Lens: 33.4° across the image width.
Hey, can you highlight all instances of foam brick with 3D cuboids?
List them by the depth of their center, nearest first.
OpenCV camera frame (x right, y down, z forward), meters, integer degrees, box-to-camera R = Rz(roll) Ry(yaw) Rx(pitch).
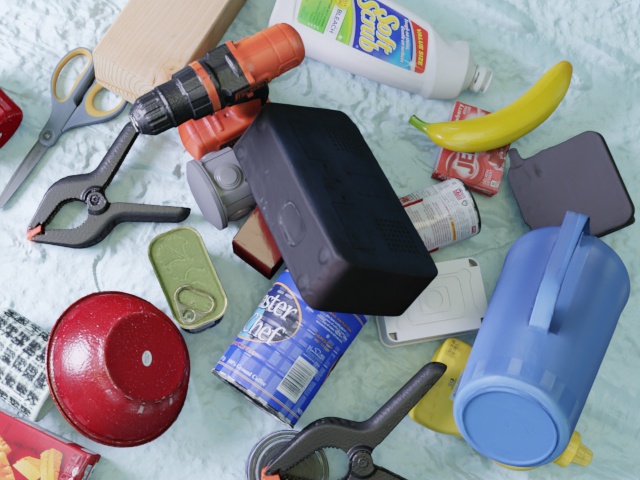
[{"bbox_3d":[-0.057,0.001,1.118,0.053,0.078,0.051,37,79,3],"label":"foam brick"}]

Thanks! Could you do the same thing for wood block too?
[{"bbox_3d":[-0.148,-0.244,1.144,0.091,0.090,0.206,31,74,-1],"label":"wood block"}]

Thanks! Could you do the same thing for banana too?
[{"bbox_3d":[0.199,-0.139,1.159,0.197,0.037,0.069,-20,79,-11],"label":"banana"}]

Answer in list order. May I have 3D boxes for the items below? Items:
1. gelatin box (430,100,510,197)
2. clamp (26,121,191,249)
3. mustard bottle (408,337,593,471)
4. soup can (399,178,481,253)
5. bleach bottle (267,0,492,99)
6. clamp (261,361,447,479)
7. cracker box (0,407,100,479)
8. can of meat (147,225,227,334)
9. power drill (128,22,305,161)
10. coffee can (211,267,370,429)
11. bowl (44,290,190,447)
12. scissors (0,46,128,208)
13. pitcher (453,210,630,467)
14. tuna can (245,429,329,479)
[{"bbox_3d":[0.170,-0.101,1.183,0.073,0.030,0.089,18,77,-2],"label":"gelatin box"},{"bbox_3d":[-0.235,-0.053,1.132,0.171,0.039,0.120,-19,80,-8],"label":"clamp"},{"bbox_3d":[0.196,0.185,1.114,0.191,0.058,0.096,27,73,1],"label":"mustard bottle"},{"bbox_3d":[0.112,-0.020,1.142,0.102,0.068,0.068,-21,81,-9],"label":"soup can"},{"bbox_3d":[0.072,-0.226,1.184,0.250,0.068,0.102,20,78,-3],"label":"bleach bottle"},{"bbox_3d":[0.045,0.208,1.066,0.210,0.036,0.164,-3,89,-3],"label":"clamp"},{"bbox_3d":[-0.350,0.240,1.047,0.213,0.072,0.164,25,77,1],"label":"cracker box"},{"bbox_3d":[-0.136,0.044,1.099,0.057,0.084,0.102,-23,82,-9],"label":"can of meat"},{"bbox_3d":[-0.106,-0.138,1.085,0.184,0.188,0.057,-27,84,-11],"label":"power drill"},{"bbox_3d":[-0.029,0.105,1.087,0.103,0.103,0.140,35,78,2],"label":"coffee can"},{"bbox_3d":[-0.186,0.121,1.054,0.161,0.055,0.162,16,63,-35],"label":"bowl"},{"bbox_3d":[-0.273,-0.112,1.153,0.096,0.016,0.201,17,78,-2],"label":"scissors"},{"bbox_3d":[0.214,0.093,1.033,0.149,0.145,0.242,52,40,-14],"label":"pitcher"},{"bbox_3d":[-0.034,0.237,1.095,0.086,0.034,0.086,1,79,-5],"label":"tuna can"}]
